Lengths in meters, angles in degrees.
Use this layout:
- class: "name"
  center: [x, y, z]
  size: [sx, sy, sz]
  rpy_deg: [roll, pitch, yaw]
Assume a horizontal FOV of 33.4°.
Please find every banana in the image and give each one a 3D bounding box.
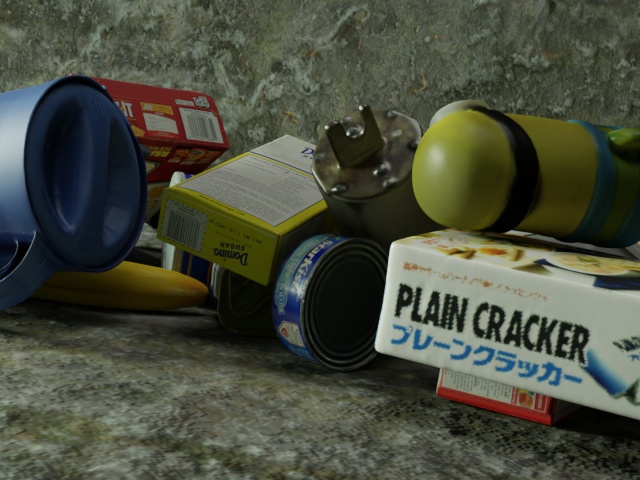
- class: "banana"
  center: [-0.187, 0.026, 0.814]
  size: [0.198, 0.037, 0.069]
  rpy_deg: [8, 8, 15]

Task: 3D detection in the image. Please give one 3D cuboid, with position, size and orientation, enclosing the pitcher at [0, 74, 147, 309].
- class: "pitcher"
  center: [-0.258, -0.027, 0.753]
  size: [0.243, 0.145, 0.149]
  rpy_deg: [-5, 5, 25]

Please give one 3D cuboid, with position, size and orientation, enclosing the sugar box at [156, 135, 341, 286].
- class: "sugar box"
  center: [-0.031, -0.027, 0.778]
  size: [0.093, 0.048, 0.176]
  rpy_deg: [23, 24, 20]

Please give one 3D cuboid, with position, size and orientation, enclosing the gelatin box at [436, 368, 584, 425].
- class: "gelatin box"
  center: [0.123, 0.083, 0.651]
  size: [0.073, 0.030, 0.089]
  rpy_deg: [11, 8, 30]

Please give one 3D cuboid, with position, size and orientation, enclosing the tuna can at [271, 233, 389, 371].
- class: "tuna can"
  center: [0.010, 0.039, 0.685]
  size: [0.085, 0.086, 0.034]
  rpy_deg: [1, 7, -42]

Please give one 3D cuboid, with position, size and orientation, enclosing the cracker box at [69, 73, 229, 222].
- class: "cracker box"
  center: [-0.219, -0.072, 1.048]
  size: [0.163, 0.072, 0.214]
  rpy_deg: [1, -27, -44]

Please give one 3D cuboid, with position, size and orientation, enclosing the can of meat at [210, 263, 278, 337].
- class: "can of meat"
  center: [-0.030, 0.037, 0.795]
  size: [0.102, 0.057, 0.084]
  rpy_deg: [5, 5, -12]
